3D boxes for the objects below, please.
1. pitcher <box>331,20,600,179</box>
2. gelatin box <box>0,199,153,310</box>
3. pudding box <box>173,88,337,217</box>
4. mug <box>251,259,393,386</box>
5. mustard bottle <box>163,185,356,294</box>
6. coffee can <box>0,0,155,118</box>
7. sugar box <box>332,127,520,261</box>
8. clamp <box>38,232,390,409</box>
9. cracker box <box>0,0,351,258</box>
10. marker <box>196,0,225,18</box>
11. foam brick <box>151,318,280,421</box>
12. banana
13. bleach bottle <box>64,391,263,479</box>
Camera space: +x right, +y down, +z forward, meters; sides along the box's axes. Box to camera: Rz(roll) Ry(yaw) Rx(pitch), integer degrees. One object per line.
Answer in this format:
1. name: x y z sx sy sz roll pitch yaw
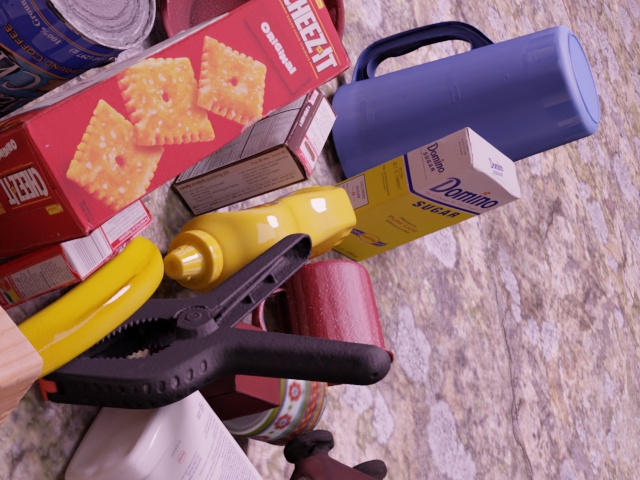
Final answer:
1. pitcher: 0.140 -0.133 1.050 0.149 0.243 0.145 63 28 -23
2. gelatin box: -0.157 0.005 0.668 0.030 0.073 0.089 62 31 -14
3. pudding box: -0.051 -0.071 0.840 0.039 0.114 0.090 54 35 -27
4. mug: -0.003 0.067 0.871 0.117 0.093 0.081 3 62 -28
5. mustard bottle: -0.055 0.001 0.807 0.191 0.096 0.058 -19 89 -59
6. coffee can: -0.185 -0.135 0.639 0.102 0.141 0.103 34 46 -44
7. sugar box: 0.081 -0.037 0.966 0.093 0.176 0.048 25 52 -50
8. clamp: -0.075 0.056 0.682 0.164 0.210 0.036 -112 -167 -59
9. cracker box: -0.109 -0.071 0.636 0.213 0.164 0.072 -36 107 -36
10. marker: -0.096 -0.205 0.939 0.121 0.020 0.020 58 33 -18
11. foam brick: -0.073 0.094 0.744 0.051 0.078 0.053 31 48 -48
12. banana: -0.149 0.044 0.657 0.037 0.070 0.197 63 33 -15
13. bleach bottle: -0.061 0.206 0.715 0.250 0.068 0.102 57 32 -24
